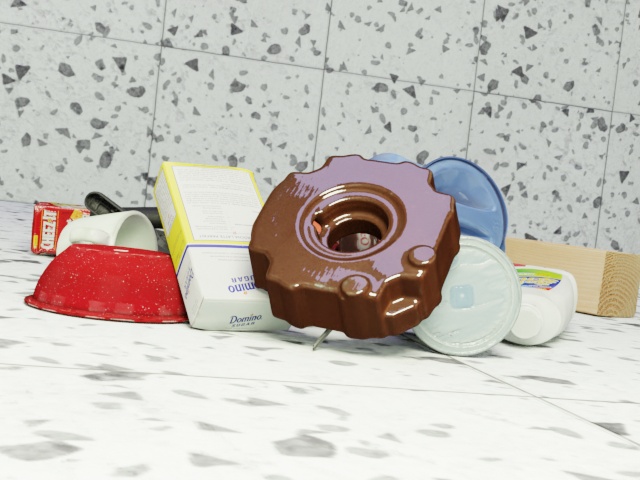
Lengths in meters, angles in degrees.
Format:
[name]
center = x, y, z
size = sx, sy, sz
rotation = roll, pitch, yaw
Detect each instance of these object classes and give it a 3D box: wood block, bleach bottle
[wood block]
center = 0.350, 0.051, 1.548
size = 0.090, 0.091, 0.206
rotation = 5, 2, -39
[bleach bottle]
center = 0.222, 0.071, 1.115
size = 0.102, 0.068, 0.250
rotation = 5, 4, 10

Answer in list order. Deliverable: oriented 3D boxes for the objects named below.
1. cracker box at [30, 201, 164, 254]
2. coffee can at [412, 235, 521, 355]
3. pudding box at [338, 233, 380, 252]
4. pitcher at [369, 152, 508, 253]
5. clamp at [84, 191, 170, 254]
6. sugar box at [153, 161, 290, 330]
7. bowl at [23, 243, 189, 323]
[cracker box]
center = -0.293, -0.010, 1.500
size = 0.213, 0.072, 0.164
rotation = 5, 2, -12
[coffee can]
center = 0.118, 0.044, 0.974
size = 0.103, 0.103, 0.140
rotation = 6, 2, -2
[pudding box]
center = 0.040, 0.027, 1.042
size = 0.039, 0.113, 0.090
rotation = 4, 2, 9
[pitcher]
center = 0.091, -0.012, 1.258
size = 0.144, 0.149, 0.243
rotation = -6, -9, -30
[clamp]
center = -0.193, 0.013, 1.229
size = 0.171, 0.039, 0.120
rotation = 30, 24, -32
[sugar box]
center = -0.087, 0.004, 0.954
size = 0.093, 0.048, 0.176
rotation = 3, 44, -25
[bowl]
center = -0.182, 0.035, 0.961
size = 0.162, 0.055, 0.162
rotation = 6, 2, 0
